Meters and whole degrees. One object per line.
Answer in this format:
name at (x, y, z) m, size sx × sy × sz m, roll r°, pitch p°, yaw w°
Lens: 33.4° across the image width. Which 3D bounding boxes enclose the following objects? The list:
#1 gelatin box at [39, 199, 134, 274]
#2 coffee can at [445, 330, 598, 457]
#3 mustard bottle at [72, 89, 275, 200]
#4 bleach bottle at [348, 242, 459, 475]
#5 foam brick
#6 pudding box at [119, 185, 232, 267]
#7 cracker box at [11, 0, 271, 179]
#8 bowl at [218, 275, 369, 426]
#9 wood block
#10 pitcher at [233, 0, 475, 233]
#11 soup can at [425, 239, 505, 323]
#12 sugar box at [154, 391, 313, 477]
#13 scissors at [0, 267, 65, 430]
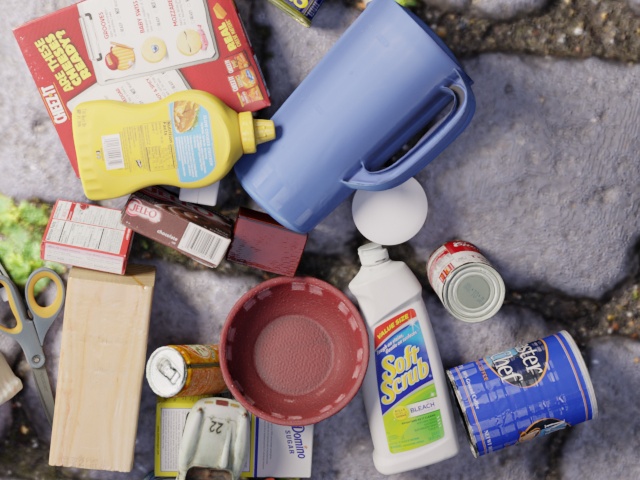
gelatin box at (-0.243, -0.004, 1.121) m, size 0.089 × 0.073 × 0.030 m, roll 10°, pitch 129°, yaw -6°
coffee can at (0.221, 0.169, 1.177) m, size 0.140 × 0.103 × 0.103 m, roll -18°, pitch 104°, yaw 1°
mustard bottle at (-0.140, -0.097, 1.043) m, size 0.191 × 0.058 × 0.096 m, roll -7°, pitch 103°, yaw -2°
bleach bottle at (0.079, 0.126, 1.180) m, size 0.102 × 0.068 × 0.251 m, roll -16°, pitch 101°, yaw 0°
foam brick at (-0.058, 0.001, 1.147) m, size 0.078 × 0.053 × 0.051 m, roll 15°, pitch 102°, yaw -6°
pudding box at (-0.150, -0.020, 1.117) m, size 0.113 × 0.090 × 0.039 m, roll 27°, pitch 103°, yaw -10°
cracker box at (-0.177, -0.180, 1.087) m, size 0.213 × 0.072 × 0.164 m, roll -21°, pitch 104°, yaw 2°
bowl at (-0.029, 0.121, 1.158) m, size 0.162 × 0.055 × 0.162 m, roll 0°, pitch 78°, yaw -2°
wood block at (-0.233, 0.132, 1.145) m, size 0.090 × 0.091 × 0.206 m, roll 7°, pitch 102°, yaw -9°
pitcher at (0.034, -0.118, 1.081) m, size 0.145 × 0.149 × 0.243 m, roll 42°, pitch 100°, yaw -11°
soup can at (0.154, 0.043, 1.144) m, size 0.068 × 0.102 × 0.068 m, roll -1°, pitch 103°, yaw -3°
sugar box at (-0.097, 0.216, 1.198) m, size 0.176 × 0.048 × 0.093 m, roll 2°, pitch 107°, yaw -7°
scissors at (-0.300, 0.113, 1.174) m, size 0.096 × 0.016 × 0.201 m, roll -33°, pitch 118°, yaw -15°
